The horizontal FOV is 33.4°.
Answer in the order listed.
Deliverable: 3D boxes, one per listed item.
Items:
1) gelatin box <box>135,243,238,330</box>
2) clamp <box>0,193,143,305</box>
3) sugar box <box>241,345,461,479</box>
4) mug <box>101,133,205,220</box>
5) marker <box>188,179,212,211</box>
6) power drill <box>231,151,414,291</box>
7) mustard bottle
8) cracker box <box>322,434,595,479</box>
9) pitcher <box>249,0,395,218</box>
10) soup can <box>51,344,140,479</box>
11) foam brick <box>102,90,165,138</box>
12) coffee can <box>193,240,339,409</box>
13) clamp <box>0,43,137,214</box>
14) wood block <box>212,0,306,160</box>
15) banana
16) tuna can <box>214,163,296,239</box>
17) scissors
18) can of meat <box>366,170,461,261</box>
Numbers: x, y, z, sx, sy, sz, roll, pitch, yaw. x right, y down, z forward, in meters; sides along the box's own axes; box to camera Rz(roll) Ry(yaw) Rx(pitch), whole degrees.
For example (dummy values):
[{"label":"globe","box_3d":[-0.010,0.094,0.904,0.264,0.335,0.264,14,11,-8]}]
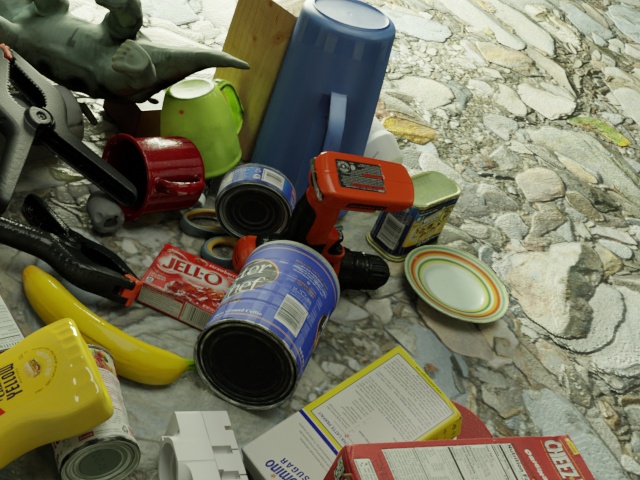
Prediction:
[{"label":"gelatin box","box_3d":[-0.133,0.047,1.079,0.089,0.030,0.073,25,35,1]},{"label":"clamp","box_3d":[-0.255,0.009,1.035,0.171,0.039,0.120,32,22,15]},{"label":"sugar box","box_3d":[0.029,0.176,0.936,0.176,0.048,0.093,-31,56,-18]},{"label":"mug","box_3d":[-0.171,-0.069,1.149,0.081,0.093,0.117,-9,18,-43]},{"label":"marker","box_3d":[-0.134,-0.074,1.245,0.020,0.020,0.121,19,36,-7]},{"label":"power drill","box_3d":[0.021,-0.009,1.107,0.184,0.188,0.057,6,53,-26]},{"label":"mustard bottle","box_3d":[-0.263,0.137,0.822,0.191,0.058,0.096,-26,49,-10]},{"label":"cracker box","box_3d":[0.091,0.230,0.854,0.213,0.164,0.072,3,43,-26]},{"label":"pitcher","box_3d":[0.004,-0.145,1.219,0.149,0.243,0.144,35,35,27]},{"label":"soup can","box_3d":[-0.193,0.146,0.885,0.068,0.069,0.102,0,42,-29]},{"label":"foam brick","box_3d":[-0.217,-0.159,1.281,0.052,0.051,0.078,-11,48,-39]},{"label":"coffee can","box_3d":[-0.049,0.079,1.024,0.103,0.103,0.140,25,36,2]},{"label":"clamp","box_3d":[-0.294,-0.110,1.075,0.164,0.036,0.210,-14,66,-52]},{"label":"wood block","box_3d":[-0.064,-0.212,1.302,0.090,0.206,0.090,40,39,22]},{"label":"banana","box_3d":[-0.205,0.085,0.990,0.198,0.037,0.069,30,11,5]},{"label":"tuna can","box_3d":[-0.070,-0.038,1.149,0.086,0.086,0.033,18,39,-8]},{"label":"scissors","box_3d":[-0.058,0.001,1.194,0.201,0.016,0.096,8,40,-20]},{"label":"can of meat","box_3d":[0.113,-0.032,1.274,0.101,0.084,0.057,-20,54,-44]}]
